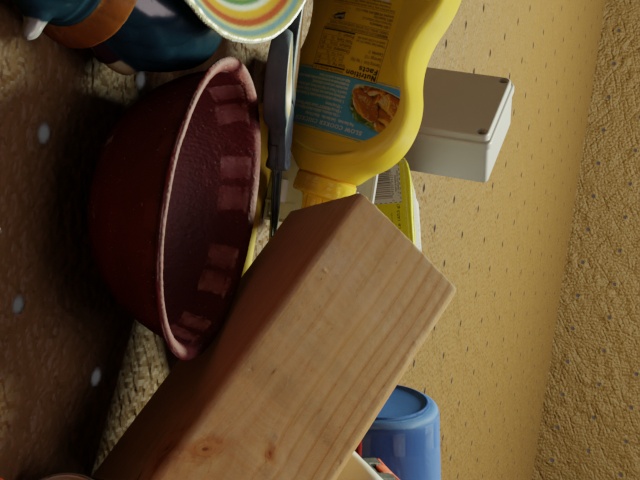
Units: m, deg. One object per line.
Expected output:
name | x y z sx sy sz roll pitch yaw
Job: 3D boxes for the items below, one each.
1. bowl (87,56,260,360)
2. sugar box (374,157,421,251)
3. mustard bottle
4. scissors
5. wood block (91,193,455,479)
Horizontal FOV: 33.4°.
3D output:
bowl | -0.080 -0.020 0.570 0.162 0.055 0.162 10 90 -79
sugar box | 0.066 -0.008 0.964 0.176 0.048 0.093 61 26 -78
mustard bottle | 0.023 -0.100 0.692 0.058 0.096 0.191 13 95 -65
scissors | -0.027 -0.053 0.640 0.096 0.016 0.202 -77 174 -67
wood block | -0.023 0.081 0.618 0.090 0.091 0.206 44 65 -19
